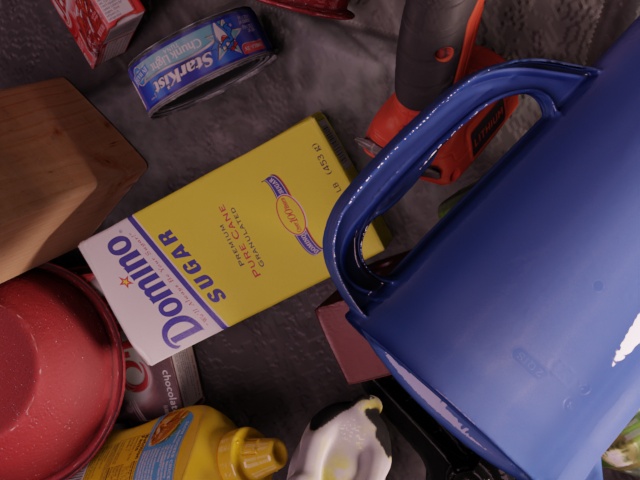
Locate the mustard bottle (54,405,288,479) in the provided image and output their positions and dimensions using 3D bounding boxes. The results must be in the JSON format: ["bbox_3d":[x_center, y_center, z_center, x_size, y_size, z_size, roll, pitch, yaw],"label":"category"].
[{"bbox_3d":[-0.100,0.156,0.692,0.192,0.096,0.058,-21,126,32],"label":"mustard bottle"}]

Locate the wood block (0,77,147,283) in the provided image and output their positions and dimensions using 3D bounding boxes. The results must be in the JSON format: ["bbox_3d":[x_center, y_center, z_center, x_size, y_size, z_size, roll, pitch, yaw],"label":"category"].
[{"bbox_3d":[-0.213,-0.028,0.657,0.090,0.205,0.091,46,118,5],"label":"wood block"}]

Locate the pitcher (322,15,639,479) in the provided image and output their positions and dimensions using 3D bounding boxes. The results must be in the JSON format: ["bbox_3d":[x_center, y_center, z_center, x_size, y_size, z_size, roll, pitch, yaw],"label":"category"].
[{"bbox_3d":[0.128,-0.013,0.498,0.243,0.149,0.145,-49,55,-4],"label":"pitcher"}]

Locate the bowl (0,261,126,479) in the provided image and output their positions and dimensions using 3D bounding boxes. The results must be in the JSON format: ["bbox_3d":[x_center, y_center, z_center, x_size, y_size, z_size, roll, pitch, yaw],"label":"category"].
[{"bbox_3d":[-0.213,0.088,0.700,0.162,0.055,0.162,-2,80,12],"label":"bowl"}]

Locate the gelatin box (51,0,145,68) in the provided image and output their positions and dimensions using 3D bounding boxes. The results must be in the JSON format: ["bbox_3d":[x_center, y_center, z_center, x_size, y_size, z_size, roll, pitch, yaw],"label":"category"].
[{"bbox_3d":[-0.145,-0.154,0.661,0.073,0.030,0.089,59,161,-4],"label":"gelatin box"}]

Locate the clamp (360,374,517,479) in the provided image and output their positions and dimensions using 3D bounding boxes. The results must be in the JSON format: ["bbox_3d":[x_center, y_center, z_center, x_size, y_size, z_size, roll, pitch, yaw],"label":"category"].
[{"bbox_3d":[0.104,0.139,0.663,0.120,0.039,0.171,-20,96,37],"label":"clamp"}]

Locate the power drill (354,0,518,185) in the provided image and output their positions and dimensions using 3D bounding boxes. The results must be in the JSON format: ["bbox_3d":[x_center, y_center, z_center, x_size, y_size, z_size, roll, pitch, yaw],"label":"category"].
[{"bbox_3d":[0.078,-0.136,0.531,0.057,0.184,0.188,26,139,23],"label":"power drill"}]

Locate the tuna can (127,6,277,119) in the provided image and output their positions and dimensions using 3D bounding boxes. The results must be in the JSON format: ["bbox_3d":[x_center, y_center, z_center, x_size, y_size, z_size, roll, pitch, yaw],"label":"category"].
[{"bbox_3d":[-0.071,-0.106,0.639,0.086,0.086,0.034,-25,93,28],"label":"tuna can"}]

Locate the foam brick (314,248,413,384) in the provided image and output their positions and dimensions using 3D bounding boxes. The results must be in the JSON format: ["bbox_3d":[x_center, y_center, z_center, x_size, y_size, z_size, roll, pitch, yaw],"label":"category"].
[{"bbox_3d":[0.041,0.044,0.640,0.053,0.078,0.051,-20,99,28],"label":"foam brick"}]

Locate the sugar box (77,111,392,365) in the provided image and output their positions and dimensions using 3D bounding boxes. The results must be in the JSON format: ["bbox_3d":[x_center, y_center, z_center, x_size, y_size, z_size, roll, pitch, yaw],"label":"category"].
[{"bbox_3d":[-0.054,0.001,0.667,0.176,0.048,0.093,-28,94,14],"label":"sugar box"}]

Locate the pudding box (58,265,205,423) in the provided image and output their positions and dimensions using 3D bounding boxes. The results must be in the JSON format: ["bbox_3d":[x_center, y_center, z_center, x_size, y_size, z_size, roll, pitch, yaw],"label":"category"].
[{"bbox_3d":[-0.138,0.071,0.749,0.090,0.039,0.113,-8,103,25],"label":"pudding box"}]
